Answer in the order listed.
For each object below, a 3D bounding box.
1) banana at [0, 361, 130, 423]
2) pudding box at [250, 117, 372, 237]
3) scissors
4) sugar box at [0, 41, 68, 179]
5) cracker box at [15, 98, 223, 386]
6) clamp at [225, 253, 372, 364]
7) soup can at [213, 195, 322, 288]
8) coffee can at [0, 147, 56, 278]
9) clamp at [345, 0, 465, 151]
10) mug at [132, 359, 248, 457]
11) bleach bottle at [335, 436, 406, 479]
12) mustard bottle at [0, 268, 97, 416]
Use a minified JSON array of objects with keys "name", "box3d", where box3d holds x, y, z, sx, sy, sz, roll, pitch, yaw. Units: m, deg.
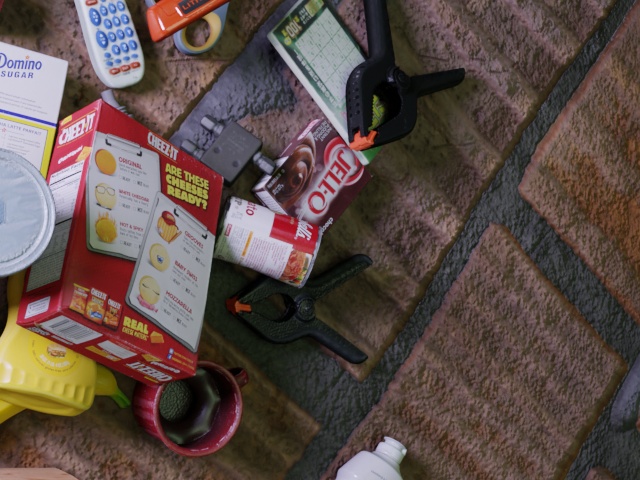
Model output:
[{"name":"banana","box3d":[-0.272,0.151,0.997,0.197,0.037,0.069,-14,93,-29]},{"name":"pudding box","box3d":[-0.009,-0.063,1.152,0.090,0.039,0.113,48,67,-20]},{"name":"scissors","box3d":[-0.088,-0.255,1.126,0.201,0.016,0.096,-18,99,-29]},{"name":"sugar box","box3d":[-0.297,-0.091,0.986,0.093,0.048,0.176,14,79,-28]},{"name":"cracker box","box3d":[-0.179,0.005,0.980,0.164,0.072,0.213,33,50,-42]},{"name":"clamp","box3d":[-0.016,0.082,1.145,0.171,0.039,0.120,-7,87,-23]},{"name":"soup can","box3d":[-0.057,0.001,1.091,0.102,0.068,0.068,19,79,-8]},{"name":"coffee can","box3d":[-0.288,-0.012,0.873,0.102,0.141,0.103,6,78,-31]},{"name":"clamp","box3d":[0.073,-0.184,1.180,0.164,0.036,0.209,47,50,-17]},{"name":"mug","box3d":[-0.125,0.156,1.055,0.117,0.082,0.093,-29,103,-27]},{"name":"bleach bottle","box3d":[0.027,0.331,1.150,0.102,0.068,0.250,41,68,-23]},{"name":"mustard bottle","box3d":[-0.243,0.059,0.987,0.096,0.058,0.191,20,59,-27]}]
